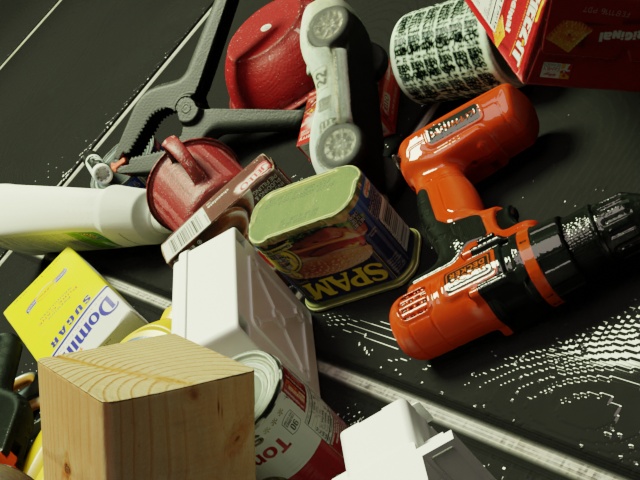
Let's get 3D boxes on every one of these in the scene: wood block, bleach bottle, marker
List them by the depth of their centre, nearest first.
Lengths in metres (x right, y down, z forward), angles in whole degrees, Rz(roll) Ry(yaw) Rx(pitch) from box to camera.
[{"bbox_3d":[-0.096,0.168,0.594,0.090,0.206,0.091,-8,14,-36],"label":"wood block"},{"bbox_3d":[-0.225,-0.021,1.050,0.251,0.102,0.068,1,79,37],"label":"bleach bottle"},{"bbox_3d":[-0.227,-0.075,1.080,0.020,0.020,0.121,-45,21,-4],"label":"marker"}]

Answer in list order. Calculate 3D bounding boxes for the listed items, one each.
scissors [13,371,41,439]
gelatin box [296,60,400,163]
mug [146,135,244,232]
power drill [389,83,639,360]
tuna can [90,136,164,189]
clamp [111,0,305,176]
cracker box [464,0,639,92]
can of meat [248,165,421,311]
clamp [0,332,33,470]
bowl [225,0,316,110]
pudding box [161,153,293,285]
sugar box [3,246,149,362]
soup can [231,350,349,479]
[{"bbox_3d":[-0.301,0.185,0.910,0.096,0.016,0.201,4,38,37],"label":"scissors"},{"bbox_3d":[0.026,-0.114,0.941,0.089,0.030,0.073,-20,40,30],"label":"gelatin box"},{"bbox_3d":[-0.098,-0.040,0.913,0.093,0.117,0.082,-35,37,-10],"label":"mug"},{"bbox_3d":[0.124,-0.024,0.717,0.185,0.057,0.187,-28,36,21],"label":"power drill"},{"bbox_3d":[-0.198,-0.072,1.118,0.086,0.033,0.086,-27,37,22],"label":"tuna can"},{"bbox_3d":[-0.122,-0.136,1.036,0.210,0.036,0.164,-28,74,18],"label":"clamp"},{"bbox_3d":[0.189,-0.178,0.733,0.164,0.072,0.214,2,34,-12],"label":"cracker box"},{"bbox_3d":[0.010,-0.002,0.786,0.102,0.084,0.057,-19,40,31],"label":"can of meat"},{"bbox_3d":[-0.279,0.142,0.901,0.120,0.039,0.172,-51,39,-13],"label":"clamp"},{"bbox_3d":[-0.042,-0.194,1.077,0.162,0.055,0.162,-26,37,22],"label":"bowl"},{"bbox_3d":[-0.056,0.001,0.844,0.113,0.090,0.039,-40,32,4],"label":"pudding box"},{"bbox_3d":[-0.221,0.076,0.969,0.093,0.048,0.176,-48,33,-8],"label":"sugar box"},{"bbox_3d":[-0.023,0.123,0.664,0.069,0.102,0.068,-27,37,22],"label":"soup can"}]
